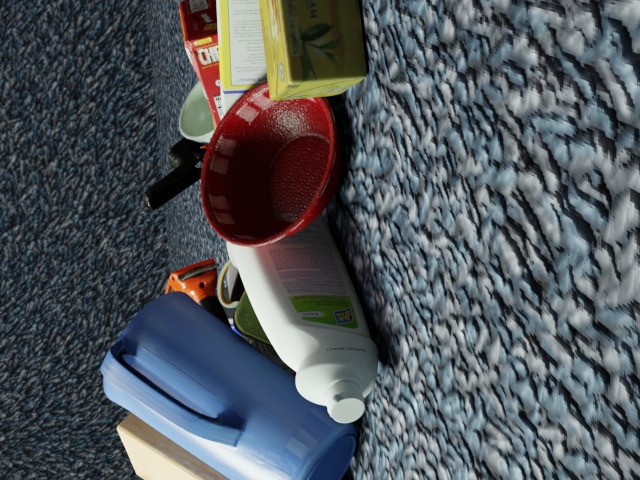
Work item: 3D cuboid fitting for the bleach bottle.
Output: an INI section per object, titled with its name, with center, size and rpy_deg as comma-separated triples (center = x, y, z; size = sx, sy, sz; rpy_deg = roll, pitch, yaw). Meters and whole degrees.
[bleach bottle]
center = -0.014, 0.065, 0.954
size = 0.251, 0.102, 0.068
rpy_deg = -111, 24, -52

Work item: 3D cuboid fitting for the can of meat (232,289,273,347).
[can of meat]
center = -0.038, 0.084, 1.087
size = 0.084, 0.102, 0.057
rpy_deg = 142, 152, -79

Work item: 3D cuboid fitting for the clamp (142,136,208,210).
[clamp]
center = -0.130, -0.095, 1.332
size = 0.210, 0.164, 0.036
rpy_deg = -96, 3, -64

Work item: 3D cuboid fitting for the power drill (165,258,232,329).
[power drill]
center = -0.122, 0.127, 1.250
size = 0.188, 0.057, 0.185
rpy_deg = 64, 157, 13

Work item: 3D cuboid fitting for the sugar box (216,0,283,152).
[sugar box]
center = -0.051, -0.174, 1.017
size = 0.048, 0.093, 0.176
rpy_deg = -108, 16, -57

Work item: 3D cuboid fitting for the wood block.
[wood block]
center = -0.113, 0.247, 1.172
size = 0.206, 0.090, 0.091
rpy_deg = 23, 142, 34

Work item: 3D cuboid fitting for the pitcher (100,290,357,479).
[pitcher]
center = -0.092, 0.164, 1.047
size = 0.243, 0.149, 0.145
rpy_deg = 31, 144, 24

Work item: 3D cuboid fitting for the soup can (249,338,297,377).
[soup can]
center = -0.054, 0.134, 1.259
size = 0.102, 0.068, 0.068
rpy_deg = 111, 150, -65

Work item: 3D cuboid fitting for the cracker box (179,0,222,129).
[cracker box]
center = -0.089, -0.145, 1.145
size = 0.164, 0.072, 0.213
rpy_deg = -112, 5, -63

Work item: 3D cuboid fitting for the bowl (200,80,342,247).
[bowl]
center = -0.035, -0.065, 0.981
size = 0.162, 0.055, 0.162
rpy_deg = -14, 66, 35
